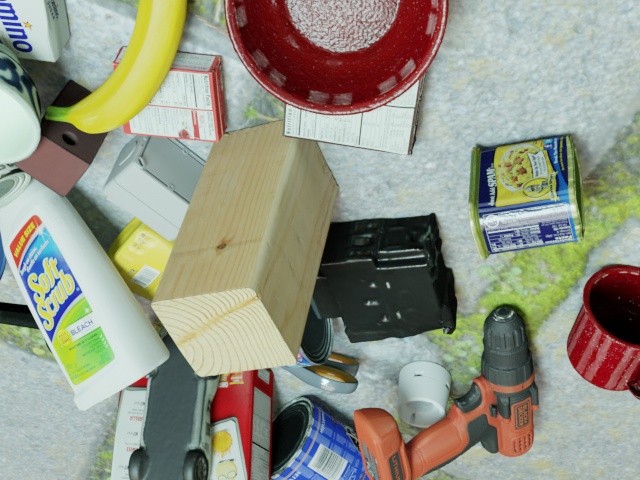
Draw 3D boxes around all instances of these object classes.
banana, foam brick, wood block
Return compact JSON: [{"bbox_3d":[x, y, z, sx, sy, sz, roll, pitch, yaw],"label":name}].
[{"bbox_3d":[-0.149,-0.152,0.844,0.069,0.037,0.198,31,115,-15],"label":"banana"},{"bbox_3d":[-0.220,-0.089,0.927,0.053,0.078,0.051,34,133,-19],"label":"foam brick"},{"bbox_3d":[-0.056,0.001,0.884,0.091,0.206,0.090,-10,130,22],"label":"wood block"}]

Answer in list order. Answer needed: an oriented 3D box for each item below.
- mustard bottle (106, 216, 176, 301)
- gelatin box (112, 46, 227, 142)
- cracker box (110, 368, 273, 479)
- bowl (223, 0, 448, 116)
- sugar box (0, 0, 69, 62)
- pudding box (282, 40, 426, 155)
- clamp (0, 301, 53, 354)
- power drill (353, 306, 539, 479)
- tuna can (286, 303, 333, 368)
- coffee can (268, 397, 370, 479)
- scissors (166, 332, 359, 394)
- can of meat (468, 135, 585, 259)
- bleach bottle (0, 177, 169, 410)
[{"bbox_3d":[-0.113,0.047,1.047,0.191,0.058,0.096,33,133,-18],"label":"mustard bottle"},{"bbox_3d":[-0.126,-0.123,0.905,0.089,0.030,0.073,6,133,8],"label":"gelatin box"},{"bbox_3d":[-0.136,0.241,1.131,0.164,0.213,0.072,-8,155,20],"label":"cracker box"},{"bbox_3d":[0.013,-0.176,0.781,0.162,0.055,0.162,3,112,7],"label":"bowl"},{"bbox_3d":[-0.298,-0.200,0.859,0.176,0.048,0.093,9,138,8],"label":"sugar box"},{"bbox_3d":[0.027,-0.120,0.866,0.113,0.039,0.090,11,135,6],"label":"pudding box"},{"bbox_3d":[-0.266,0.078,1.088,0.039,0.120,0.171,38,155,44],"label":"clamp"},{"bbox_3d":[0.128,0.167,1.047,0.187,0.057,0.184,-21,124,-15],"label":"power drill"},{"bbox_3d":[-0.021,0.081,1.038,0.034,0.086,0.086,-12,130,26],"label":"tuna can"},{"bbox_3d":[0.010,0.253,1.186,0.140,0.102,0.103,36,131,-21],"label":"coffee can"},{"bbox_3d":[-0.048,0.122,1.066,0.201,0.096,0.016,10,103,-23],"label":"scissors"},{"bbox_3d":[0.168,-0.038,0.868,0.084,0.102,0.057,-9,130,19],"label":"can of meat"},{"bbox_3d":[-0.247,0.028,0.999,0.103,0.068,0.251,-31,91,31],"label":"bleach bottle"}]
